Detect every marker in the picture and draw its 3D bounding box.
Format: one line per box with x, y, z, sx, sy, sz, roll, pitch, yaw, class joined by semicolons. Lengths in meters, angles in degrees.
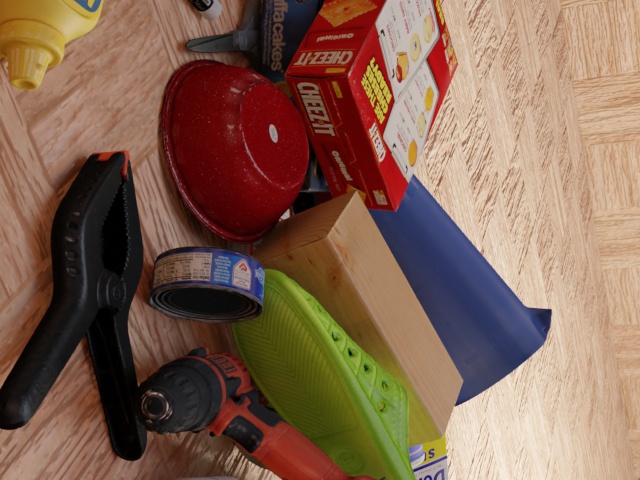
-0.115;-0.218;0.867;0.121;0.020;0.020;42;48;-59;marker

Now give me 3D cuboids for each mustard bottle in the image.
-0.173;-0.184;0.670;0.096;0.058;0.191;38;52;-60;mustard bottle

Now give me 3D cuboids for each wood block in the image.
0.032;0.075;0.926;0.206;0.090;0.090;60;31;-16;wood block

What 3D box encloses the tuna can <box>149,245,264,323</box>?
-0.085;0.034;0.805;0.086;0.086;0.034;43;45;-58;tuna can

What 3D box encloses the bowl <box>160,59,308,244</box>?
-0.058;-0.081;0.887;0.161;0.055;0.162;26;57;-49;bowl

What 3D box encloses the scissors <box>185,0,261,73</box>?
-0.073;-0.198;0.968;0.201;0.016;0.096;8;81;-69;scissors

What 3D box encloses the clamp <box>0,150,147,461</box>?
-0.148;0.043;0.714;0.164;0.036;0.210;56;35;-60;clamp

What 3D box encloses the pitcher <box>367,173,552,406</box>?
0.115;0.054;1.147;0.149;0.145;0.243;-34;85;-39;pitcher

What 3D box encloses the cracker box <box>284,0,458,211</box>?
0.053;-0.160;0.994;0.213;0.072;0.164;-65;146;-36;cracker box

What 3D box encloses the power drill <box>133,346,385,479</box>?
-0.038;0.149;0.755;0.057;0.188;0.184;-51;172;6;power drill
